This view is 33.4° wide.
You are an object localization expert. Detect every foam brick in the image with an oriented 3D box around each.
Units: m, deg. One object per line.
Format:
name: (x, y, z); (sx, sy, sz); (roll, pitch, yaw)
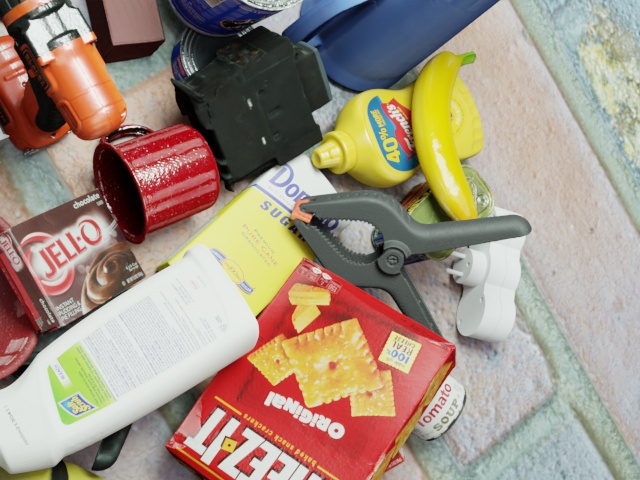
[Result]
foam brick: (-0.178, -0.207, 0.966); (0.051, 0.053, 0.078); (-11, 87, -26)

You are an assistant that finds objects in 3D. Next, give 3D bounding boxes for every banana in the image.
banana: (0.119, -0.107, 1.014); (0.069, 0.037, 0.198); (9, 67, -11)

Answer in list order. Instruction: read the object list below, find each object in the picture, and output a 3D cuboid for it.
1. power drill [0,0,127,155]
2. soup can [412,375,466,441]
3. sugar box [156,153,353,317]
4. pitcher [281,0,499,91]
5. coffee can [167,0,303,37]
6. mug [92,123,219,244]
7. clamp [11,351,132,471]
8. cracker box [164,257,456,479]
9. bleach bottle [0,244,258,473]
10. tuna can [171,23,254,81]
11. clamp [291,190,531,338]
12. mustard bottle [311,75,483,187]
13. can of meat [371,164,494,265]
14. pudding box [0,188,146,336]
power drill: (-0.236, -0.152, 0.856); (0.057, 0.188, 0.184); (-31, 97, -24)
soup can: (0.082, 0.138, 1.025); (0.102, 0.069, 0.068); (39, 68, -15)
sugar box: (-0.057, 0.001, 0.994); (0.176, 0.048, 0.093); (-45, 101, -23)
pitcher: (0.077, -0.231, 0.982); (0.145, 0.243, 0.149); (28, 70, -17)
coffee can: (-0.069, -0.238, 0.925); (0.102, 0.140, 0.103); (-1, 91, -23)
mug: (-0.150, -0.061, 0.946); (0.081, 0.093, 0.117); (-24, 56, -31)
clamp: (-0.174, 0.105, 0.916); (0.120, 0.039, 0.171); (43, 47, 4)
cracker box: (-0.006, 0.143, 0.931); (0.164, 0.072, 0.213); (31, 73, 19)
bleach bottle: (-0.177, 0.102, 0.851); (0.250, 0.068, 0.103); (-28, 71, -24)
tuna can: (-0.096, -0.171, 1.009); (0.086, 0.034, 0.086); (4, 80, -24)
clamp: (0.068, 0.022, 0.984); (0.210, 0.036, 0.165); (18, 111, -2)
mustard bottle: (0.070, -0.104, 1.050); (0.191, 0.058, 0.096); (-21, 90, -33)
can of meat: (0.108, -0.021, 1.053); (0.102, 0.084, 0.057); (-44, 101, -24)
pudding box: (-0.212, 0.017, 0.900); (0.090, 0.039, 0.113); (62, 34, -5)
